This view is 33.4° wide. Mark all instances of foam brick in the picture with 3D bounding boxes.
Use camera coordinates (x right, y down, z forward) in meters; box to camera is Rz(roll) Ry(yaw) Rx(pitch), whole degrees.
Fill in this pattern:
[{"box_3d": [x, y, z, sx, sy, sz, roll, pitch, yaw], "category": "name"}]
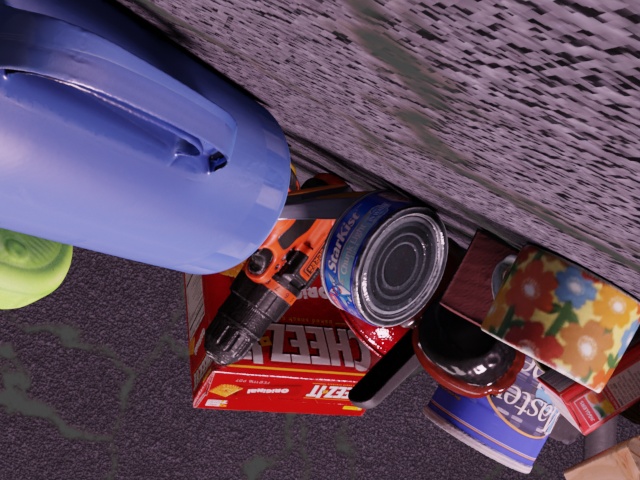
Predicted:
[{"box_3d": [0.119, 0.035, 0.641, 0.078, 0.051, 0.053, 29, 180, 18], "category": "foam brick"}]

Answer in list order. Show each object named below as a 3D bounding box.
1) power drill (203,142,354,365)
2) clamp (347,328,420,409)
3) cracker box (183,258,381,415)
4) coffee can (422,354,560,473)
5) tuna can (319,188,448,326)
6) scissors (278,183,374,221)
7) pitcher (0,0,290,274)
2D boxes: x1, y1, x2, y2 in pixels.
[{"box_3d": [-0.055, 0.001, 0.827, 0.057, 0.184, 0.187, 31, 172, 24], "category": "power drill"}, {"box_3d": [0.106, 0.051, 0.925, 0.036, 0.164, 0.209, 17, -165, 41], "category": "clamp"}, {"box_3d": [-0.039, 0.050, 0.993, 0.164, 0.072, 0.214, 6, -129, -20], "category": "cracker box"}, {"box_3d": [0.165, 0.110, 0.906, 0.103, 0.140, 0.103, 29, 180, 0], "category": "coffee can"}, {"box_3d": [0.043, 0.012, 0.692, 0.034, 0.086, 0.086, 27, 179, 44], "category": "tuna can"}, {"box_3d": [-0.029, -0.017, 0.694, 0.096, 0.016, 0.201, 2, -168, 35], "category": "scissors"}, {"box_3d": [-0.115, -0.058, 0.526, 0.242, 0.145, 0.149, 23, -149, -52], "category": "pitcher"}]
